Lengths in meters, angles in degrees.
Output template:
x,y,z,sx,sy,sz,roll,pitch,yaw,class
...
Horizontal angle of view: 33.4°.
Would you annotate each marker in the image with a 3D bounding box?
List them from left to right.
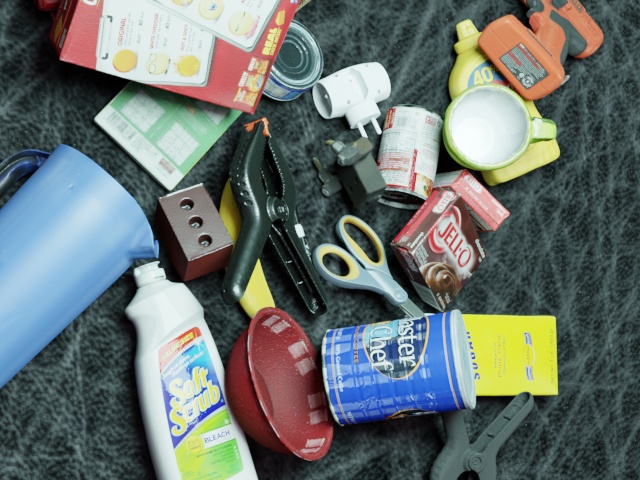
x,y,z,sx,sy,sz,roll,pitch,yaw,class
-0.020,0.015,1.159,0.020,0.020,0.121,-16,88,-23,marker

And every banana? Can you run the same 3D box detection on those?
x,y,z,sx,sy,sz,roll,pitch,yaw,class
-0.075,-0.004,1.130,0.069,0.037,0.198,5,81,-21,banana

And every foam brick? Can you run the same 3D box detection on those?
x,y,z,sx,sy,sz,roll,pitch,yaw,class
-0.130,-0.008,1.088,0.052,0.051,0.078,-21,70,-23,foam brick

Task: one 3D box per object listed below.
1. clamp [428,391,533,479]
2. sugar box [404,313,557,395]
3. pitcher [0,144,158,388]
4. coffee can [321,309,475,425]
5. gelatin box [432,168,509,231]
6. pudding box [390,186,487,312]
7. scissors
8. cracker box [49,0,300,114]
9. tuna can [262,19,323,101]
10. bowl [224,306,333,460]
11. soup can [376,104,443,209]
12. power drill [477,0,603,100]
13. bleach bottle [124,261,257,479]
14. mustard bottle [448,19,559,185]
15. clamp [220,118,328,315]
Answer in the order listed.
x,y,z,sx,sy,sz,roll,pitch,yaw,class
0.156,0.229,1.168,0.120,0.039,0.171,23,88,-16,clamp
0.183,0.130,1.210,0.176,0.048,0.093,2,82,-23,sugar box
-0.285,0.030,1.002,0.242,0.149,0.145,-48,116,-17,pitcher
0.082,0.132,1.104,0.140,0.102,0.103,-10,85,13,coffee can
0.164,-0.044,1.202,0.073,0.089,0.030,44,79,-10,gelatin box
0.132,0.010,1.180,0.090,0.039,0.113,-49,139,-17,pudding box
0.065,0.062,1.153,0.096,0.016,0.202,-23,72,-31,scissors
-0.137,-0.233,1.048,0.213,0.072,0.164,12,112,-31,cracker box
-0.040,-0.198,1.163,0.086,0.034,0.086,11,69,-32,tuna can
-0.049,0.151,1.082,0.162,0.055,0.162,48,29,-38,bowl
0.097,-0.093,1.195,0.068,0.069,0.102,16,76,-19,soup can
0.248,-0.262,1.251,0.184,0.057,0.187,45,44,-9,power drill
-0.144,0.146,1.068,0.102,0.068,0.251,-17,87,-25,bleach bottle
0.204,-0.168,1.254,0.096,0.058,0.191,-23,91,-18,mustard bottle
-0.059,-0.023,1.087,0.164,0.036,0.210,1,75,-58,clamp
